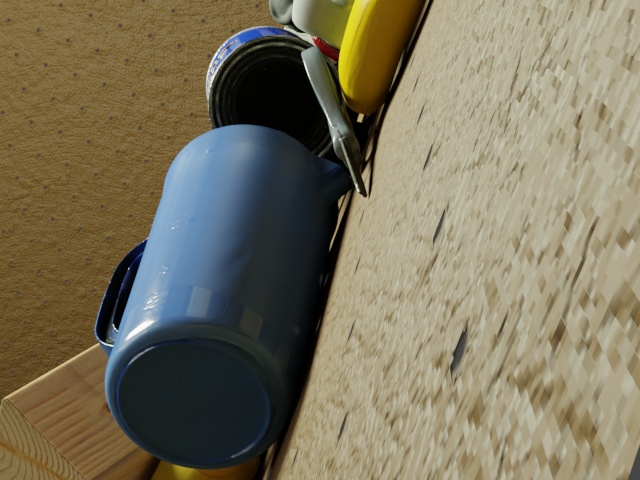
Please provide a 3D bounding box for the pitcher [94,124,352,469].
[{"bbox_3d":[-0.070,0.036,0.703,0.242,0.145,0.149,-80,12,-59],"label":"pitcher"}]

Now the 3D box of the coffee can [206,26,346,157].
[{"bbox_3d":[-0.039,-0.115,0.848,0.140,0.102,0.103,-114,42,-75],"label":"coffee can"}]

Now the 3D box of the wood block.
[{"bbox_3d":[-0.125,0.120,0.777,0.205,0.091,0.090,-30,-28,-45],"label":"wood block"}]

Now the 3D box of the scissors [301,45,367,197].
[{"bbox_3d":[0.009,-0.079,0.669,0.201,0.016,0.096,-77,-36,-83],"label":"scissors"}]

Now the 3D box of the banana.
[{"bbox_3d":[0.044,-0.135,0.649,0.069,0.037,0.198,-37,-18,-38],"label":"banana"}]
